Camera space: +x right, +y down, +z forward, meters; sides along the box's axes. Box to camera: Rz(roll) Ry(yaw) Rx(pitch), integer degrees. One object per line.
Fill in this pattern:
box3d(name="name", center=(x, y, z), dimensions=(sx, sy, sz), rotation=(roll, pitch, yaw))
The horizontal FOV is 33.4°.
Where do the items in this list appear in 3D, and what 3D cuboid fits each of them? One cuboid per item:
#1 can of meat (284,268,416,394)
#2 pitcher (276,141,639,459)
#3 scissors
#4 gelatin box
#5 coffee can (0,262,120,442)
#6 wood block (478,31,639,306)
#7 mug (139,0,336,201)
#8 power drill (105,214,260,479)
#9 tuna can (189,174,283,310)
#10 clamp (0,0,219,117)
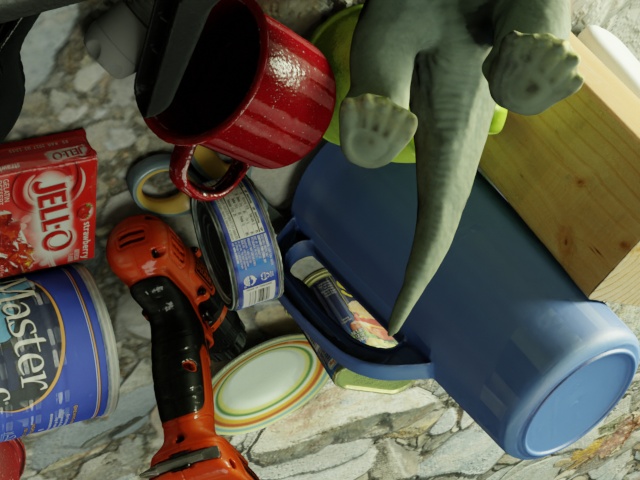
box3d(name="can of meat", center=(0.033, 0.076, 0.871), dimensions=(0.101, 0.084, 0.057), rotation=(14, 124, -46))
box3d(name="pitcher", center=(0.085, 0.033, 0.718), dimensions=(0.144, 0.243, 0.149), rotation=(10, 120, -46))
box3d(name="scissors", center=(-0.066, -0.020, 0.738), dimensions=(0.096, 0.016, 0.201), rotation=(-29, 145, -4))
box3d(name="gelatin box", center=(-0.173, -0.020, 0.640), dimensions=(0.073, 0.030, 0.089), rotation=(-13, 141, -26))
box3d(name="coffee can", center=(-0.209, 0.077, 0.665), dimensions=(0.140, 0.103, 0.103), rotation=(-12, 140, -27))
box3d(name="wood block", center=(0.167, -0.062, 0.703), dimensions=(0.090, 0.206, 0.090), rotation=(10, 126, -44))
box3d(name="mug", center=(-0.048, -0.077, 0.610), dimensions=(0.081, 0.093, 0.117), rotation=(19, 92, -54))
box3d(name="power drill", center=(-0.081, 0.096, 0.718), dimensions=(0.057, 0.188, 0.184), rotation=(-22, 148, 8))
box3d(name="tuna can", center=(-0.054, 0.001, 0.681), dimensions=(0.033, 0.086, 0.086), rotation=(-18, 142, -16))
box3d(name="clamp", center=(-0.071, -0.129, 0.472), dimensions=(0.210, 0.036, 0.164), rotation=(-35, 157, 31))
